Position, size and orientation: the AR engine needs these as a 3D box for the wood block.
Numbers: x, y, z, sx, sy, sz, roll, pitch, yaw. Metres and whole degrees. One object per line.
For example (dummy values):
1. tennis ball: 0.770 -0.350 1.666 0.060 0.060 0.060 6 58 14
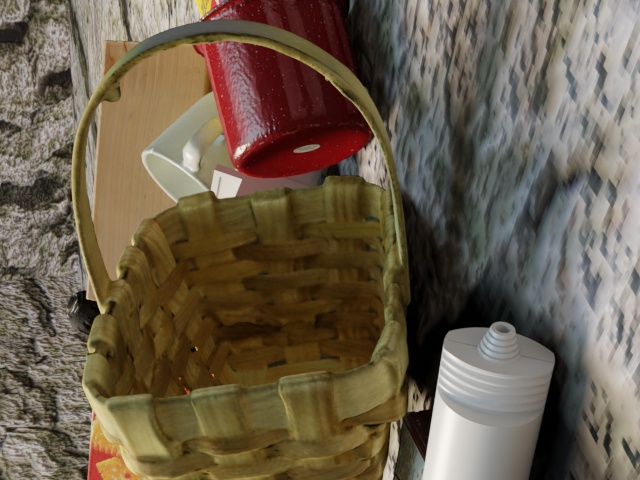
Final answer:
1. wood block: -0.127 -0.052 0.874 0.090 0.091 0.206 -4 -82 -78

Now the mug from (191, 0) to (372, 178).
1. mug: -0.015 -0.084 0.607 0.117 0.093 0.081 30 -137 -71
